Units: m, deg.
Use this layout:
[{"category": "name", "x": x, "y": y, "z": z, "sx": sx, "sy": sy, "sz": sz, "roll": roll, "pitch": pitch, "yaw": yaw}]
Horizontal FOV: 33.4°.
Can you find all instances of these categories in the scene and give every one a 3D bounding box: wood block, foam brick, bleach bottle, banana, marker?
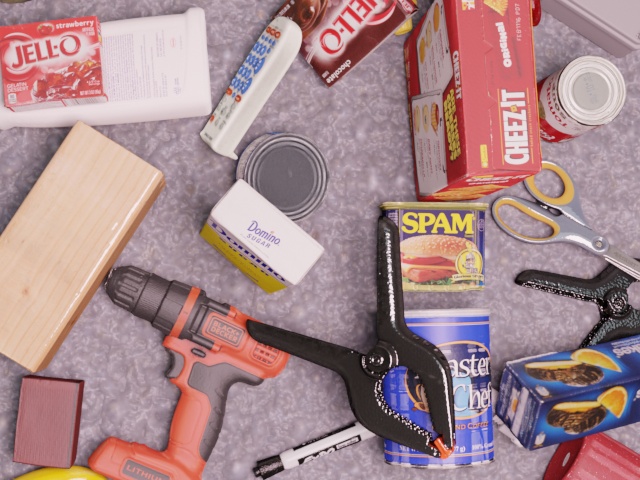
[{"category": "wood block", "x": -0.232, "y": 0.007, "z": 0.961, "sx": 0.090, "sy": 0.091, "sz": 0.206, "roll": 32, "pitch": 83, "yaw": -4}, {"category": "foam brick", "x": -0.246, "y": 0.163, "z": 0.968, "sx": 0.051, "sy": 0.053, "sz": 0.078, "roll": 6, "pitch": 84, "yaw": -6}, {"category": "bleach bottle", "x": -0.229, "y": -0.157, "z": 0.988, "sx": 0.250, "sy": 0.068, "sz": 0.102, "roll": -4, "pitch": 85, "yaw": -4}, {"category": "banana", "x": -0.273, "y": 0.252, "z": 0.967, "sx": 0.197, "sy": 0.037, "sz": 0.069, "roll": -21, "pitch": 88, "yaw": -8}, {"category": "marker", "x": -0.006, "y": 0.198, "z": 1.010, "sx": 0.121, "sy": 0.020, "sz": 0.020, "roll": -20, "pitch": 89, "yaw": -7}]

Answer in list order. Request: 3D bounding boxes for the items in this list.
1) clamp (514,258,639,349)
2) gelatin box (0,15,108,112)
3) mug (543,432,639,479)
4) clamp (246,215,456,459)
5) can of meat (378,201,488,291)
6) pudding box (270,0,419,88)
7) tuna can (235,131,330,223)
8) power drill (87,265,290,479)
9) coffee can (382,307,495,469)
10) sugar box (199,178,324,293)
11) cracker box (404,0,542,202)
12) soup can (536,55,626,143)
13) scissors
[{"category": "clamp", "x": 0.283, "y": 0.075, "z": 1.042, "sx": 0.171, "sy": 0.039, "sz": 0.120, "roll": -10, "pitch": 88, "yaw": -3}, {"category": "gelatin box", "x": -0.236, "y": -0.155, "z": 0.941, "sx": 0.089, "sy": 0.030, "sz": 0.073, "roll": -6, "pitch": 85, "yaw": -3}, {"category": "mug", "x": 0.258, "y": 0.236, "z": 1.011, "sx": 0.081, "sy": 0.093, "sz": 0.117, "roll": 32, "pitch": 120, "yaw": 1}, {"category": "clamp", "x": 0.041, "y": 0.106, "z": 0.934, "sx": 0.165, "sy": 0.036, "sz": 0.210, "roll": -32, "pitch": 78, "yaw": 10}, {"category": "can of meat", "x": 0.107, "y": 0.006, "z": 1.018, "sx": 0.102, "sy": 0.057, "sz": 0.084, "roll": 1, "pitch": 89, "yaw": -6}, {"category": "pudding box", "x": 0.022, "y": -0.213, "z": 1.002, "sx": 0.090, "sy": 0.039, "sz": 0.114, "roll": 51, "pitch": 126, "yaw": 0}, {"category": "tuna can", "x": -0.036, "y": -0.059, "z": 1.005, "sx": 0.086, "sy": 0.034, "sz": 0.086, "roll": -3, "pitch": 99, "yaw": -21}, {"category": "power drill", "x": -0.140, "y": 0.134, "z": 0.980, "sx": 0.184, "sy": 0.057, "sz": 0.187, "roll": 25, "pitch": 84, "yaw": -4}, {"category": "coffee can", "x": 0.107, "y": 0.133, "z": 0.986, "sx": 0.102, "sy": 0.103, "sz": 0.140, "roll": -1, "pitch": 87, "yaw": -7}, {"category": "sugar box", "x": -0.056, "y": 0.001, "z": 0.938, "sx": 0.093, "sy": 0.176, "sz": 0.048, "roll": 40, "pitch": 82, "yaw": -3}, {"category": "cracker box", "x": 0.131, "y": -0.125, "z": 0.949, "sx": 0.072, "sy": 0.214, "sz": 0.164, "roll": -4, "pitch": 87, "yaw": -6}, {"category": "soup can", "x": 0.241, "y": -0.133, "z": 1.019, "sx": 0.068, "sy": 0.102, "sz": 0.068, "roll": 0, "pitch": 86, "yaw": -7}, {"category": "scissors", "x": 0.268, "y": -0.016, "z": 1.041, "sx": 0.202, "sy": 0.016, "sz": 0.096, "roll": 18, "pitch": 78, "yaw": 6}]
